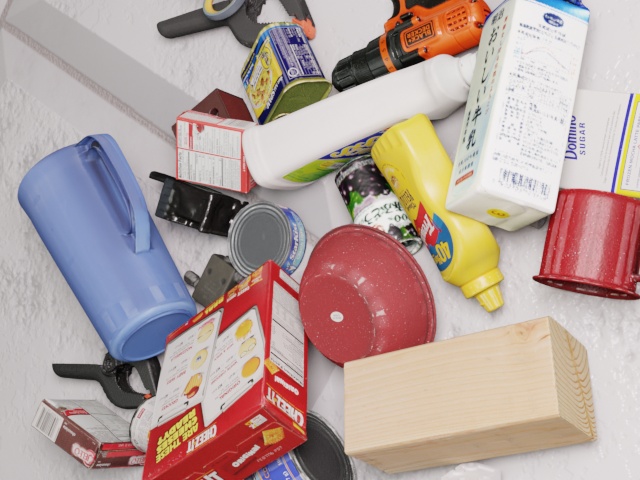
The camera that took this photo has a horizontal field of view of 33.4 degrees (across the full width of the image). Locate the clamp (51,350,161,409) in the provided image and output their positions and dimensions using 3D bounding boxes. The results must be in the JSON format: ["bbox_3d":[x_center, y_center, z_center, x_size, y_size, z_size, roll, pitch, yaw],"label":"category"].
[{"bbox_3d":[-0.248,0.151,1.262,0.172,0.039,0.120,44,110,30],"label":"clamp"}]

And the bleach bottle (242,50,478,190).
[{"bbox_3d":[0.049,-0.124,1.060,0.251,0.102,0.068,-23,78,30],"label":"bleach bottle"}]

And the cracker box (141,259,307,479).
[{"bbox_3d":[-0.090,0.144,1.075,0.164,0.072,0.213,-36,30,24],"label":"cracker box"}]

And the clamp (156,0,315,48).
[{"bbox_3d":[-0.092,-0.267,1.213,0.210,0.036,0.165,41,102,32],"label":"clamp"}]

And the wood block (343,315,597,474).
[{"bbox_3d":[0.131,0.144,0.962,0.206,0.090,0.091,-17,58,30],"label":"wood block"}]

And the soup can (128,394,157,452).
[{"bbox_3d":[-0.152,0.217,1.170,0.102,0.068,0.068,18,93,35],"label":"soup can"}]

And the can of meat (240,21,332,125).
[{"bbox_3d":[-0.040,-0.170,1.139,0.102,0.057,0.084,-54,51,49],"label":"can of meat"}]

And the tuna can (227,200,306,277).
[{"bbox_3d":[-0.058,0.001,1.156,0.086,0.033,0.086,-5,80,34],"label":"tuna can"}]

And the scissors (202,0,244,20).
[{"bbox_3d":[-0.062,-0.307,1.177,0.202,0.016,0.096,-17,67,20],"label":"scissors"}]

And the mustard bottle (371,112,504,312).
[{"bbox_3d":[0.118,-0.020,1.002,0.058,0.096,0.191,-27,83,-15],"label":"mustard bottle"}]

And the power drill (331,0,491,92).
[{"bbox_3d":[0.078,-0.255,1.089,0.185,0.057,0.187,-18,75,31],"label":"power drill"}]

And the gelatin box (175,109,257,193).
[{"bbox_3d":[-0.112,-0.096,1.152,0.089,0.030,0.073,12,118,19],"label":"gelatin box"}]

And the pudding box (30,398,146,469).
[{"bbox_3d":[-0.262,0.222,1.231,0.114,0.089,0.039,28,97,34],"label":"pudding box"}]

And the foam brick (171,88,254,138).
[{"bbox_3d":[-0.120,-0.125,1.205,0.078,0.051,0.053,-37,64,25],"label":"foam brick"}]

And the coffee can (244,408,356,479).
[{"bbox_3d":[-0.049,0.247,1.075,0.140,0.102,0.103,-37,65,24],"label":"coffee can"}]

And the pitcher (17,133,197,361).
[{"bbox_3d":[-0.236,0.007,1.213,0.145,0.149,0.243,-34,65,0],"label":"pitcher"}]

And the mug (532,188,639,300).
[{"bbox_3d":[0.246,0.004,0.917,0.117,0.093,0.081,7,83,41],"label":"mug"}]

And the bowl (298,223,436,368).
[{"bbox_3d":[0.032,0.068,1.039,0.162,0.055,0.162,16,115,36],"label":"bowl"}]
